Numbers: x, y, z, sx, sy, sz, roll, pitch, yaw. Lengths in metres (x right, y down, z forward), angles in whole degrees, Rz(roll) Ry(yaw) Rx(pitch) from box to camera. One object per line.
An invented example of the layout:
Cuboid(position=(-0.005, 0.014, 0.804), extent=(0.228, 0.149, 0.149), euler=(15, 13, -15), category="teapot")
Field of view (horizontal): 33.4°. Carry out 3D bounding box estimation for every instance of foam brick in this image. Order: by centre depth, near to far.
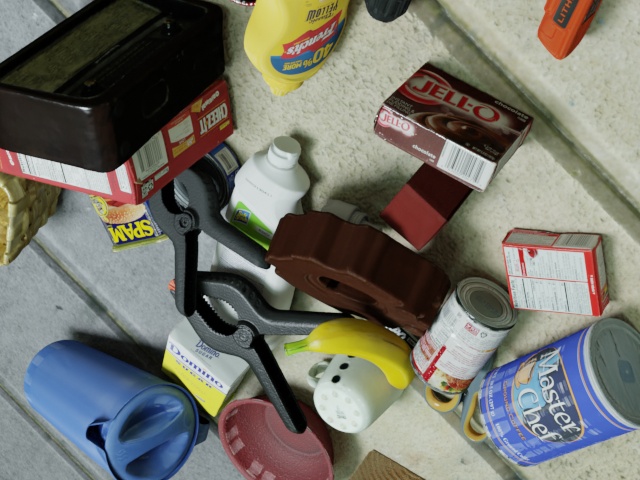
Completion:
Cuboid(position=(0.100, -0.039, 0.980), extent=(0.051, 0.078, 0.053), euler=(41, 135, 1), category="foam brick")

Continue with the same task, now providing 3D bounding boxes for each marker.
Cuboid(position=(0.075, 0.090, 1.128), extent=(0.121, 0.020, 0.020), euler=(45, 135, 1), category="marker")

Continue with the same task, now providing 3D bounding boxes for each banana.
Cuboid(position=(0.049, 0.111, 1.066), extent=(0.070, 0.037, 0.197), euler=(-22, 149, 33), category="banana")

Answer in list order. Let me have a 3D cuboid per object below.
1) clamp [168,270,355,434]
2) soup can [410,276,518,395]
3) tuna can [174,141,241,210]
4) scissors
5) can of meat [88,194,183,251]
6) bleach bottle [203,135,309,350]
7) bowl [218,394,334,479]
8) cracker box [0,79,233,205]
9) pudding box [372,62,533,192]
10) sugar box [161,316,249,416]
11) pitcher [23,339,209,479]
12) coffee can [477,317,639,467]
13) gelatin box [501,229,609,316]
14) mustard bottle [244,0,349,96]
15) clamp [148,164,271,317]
Cuboid(position=(-0.064, 0.089, 1.122), extent=(0.210, 0.036, 0.165), euler=(38, 123, 8), category="clamp")
Cuboid(position=(0.139, 0.093, 1.039), extent=(0.068, 0.068, 0.102), euler=(35, 129, 9), category="soup can")
Cuboid(position=(-0.126, -0.072, 1.145), extent=(0.086, 0.033, 0.086), euler=(18, 129, 24), category="tuna can")
Cuboid(position=(0.152, 0.119, 1.098), extent=(0.096, 0.016, 0.202), euler=(17, 123, 31), category="scissors")
Cuboid(position=(-0.209, -0.041, 1.209), extent=(0.102, 0.057, 0.084), euler=(-11, 111, 38), category="can of meat")
Cuboid(position=(-0.057, 0.001, 1.130), extent=(0.103, 0.068, 0.251), euler=(30, 130, 14), category="bleach bottle")
Cuboid(position=(-0.042, 0.241, 1.289), extent=(0.162, 0.055, 0.162), euler=(18, 129, 24), category="bowl")
Cuboid(position=(-0.222, -0.117, 1.087), extent=(0.214, 0.164, 0.072), euler=(13, 128, 29), category="cracker box")
Cuboid(position=(0.114, -0.099, 0.920), extent=(0.113, 0.089, 0.039), euler=(31, 135, 12), category="pudding box")
Cuboid(position=(-0.137, 0.148, 1.254), extent=(0.093, 0.048, 0.176), euler=(40, 160, 5), category="sugar box")
Cuboid(position=(-0.266, 0.210, 1.356), extent=(0.243, 0.144, 0.149), euler=(19, 143, 46), category="pitcher")
Cuboid(position=(0.232, 0.144, 0.998), extent=(0.103, 0.102, 0.141), euler=(51, 134, -6), category="coffee can")
Cuboid(position=(0.215, 0.029, 0.981), extent=(0.089, 0.030, 0.073), euler=(4, 124, 33), category="gelatin box")
Cuboid(position=(-0.019, -0.194, 0.937), extent=(0.058, 0.096, 0.192), euler=(52, 151, 19), category="mustard bottle")
Cuboid(position=(-0.121, -0.018, 1.097), extent=(0.120, 0.039, 0.171), euler=(-21, 85, 19), category="clamp")
